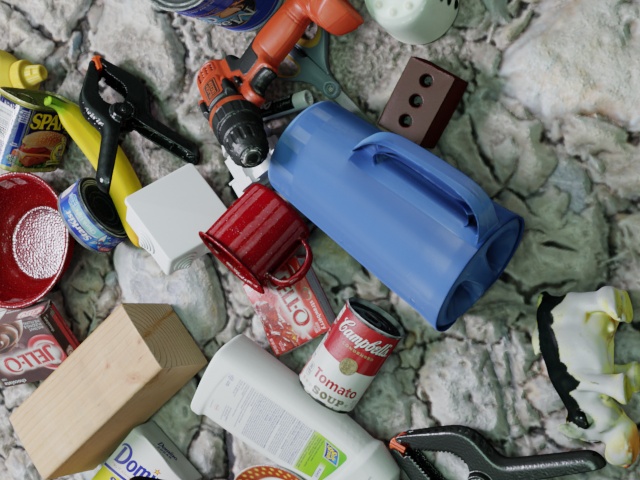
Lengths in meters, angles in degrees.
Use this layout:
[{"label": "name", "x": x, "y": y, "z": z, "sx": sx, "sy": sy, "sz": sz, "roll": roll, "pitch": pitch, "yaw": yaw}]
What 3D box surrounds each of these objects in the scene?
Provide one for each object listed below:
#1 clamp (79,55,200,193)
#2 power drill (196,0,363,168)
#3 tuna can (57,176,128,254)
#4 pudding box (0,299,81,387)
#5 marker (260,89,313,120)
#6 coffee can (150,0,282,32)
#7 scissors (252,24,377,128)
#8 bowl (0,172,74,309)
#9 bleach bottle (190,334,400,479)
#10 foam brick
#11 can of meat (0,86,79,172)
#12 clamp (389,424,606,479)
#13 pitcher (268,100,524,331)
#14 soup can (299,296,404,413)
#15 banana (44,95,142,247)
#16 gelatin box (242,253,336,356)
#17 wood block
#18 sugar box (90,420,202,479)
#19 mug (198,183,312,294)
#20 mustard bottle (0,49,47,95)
[{"label": "clamp", "x": -0.226, "y": -0.129, "z": 1.188, "sx": 0.171, "sy": 0.120, "sz": 0.039, "roll": 51, "pitch": 145, "yaw": 18}, {"label": "power drill", "x": -0.044, "y": -0.176, "z": 1.066, "sx": 0.188, "sy": 0.057, "sz": 0.184, "roll": -45, "pitch": 38, "yaw": 14}, {"label": "tuna can", "x": -0.254, "y": -0.029, "z": 1.207, "sx": 0.034, "sy": 0.086, "sz": 0.086, "roll": -35, "pitch": 78, "yaw": 19}, {"label": "pudding box", "x": -0.345, "y": 0.122, "z": 1.257, "sx": 0.114, "sy": 0.039, "sz": 0.090, "roll": -12, "pitch": 120, "yaw": 26}, {"label": "marker", "x": -0.062, "y": -0.137, "z": 1.147, "sx": 0.121, "sy": 0.020, "sz": 0.020, "roll": -13, "pitch": 87, "yaw": 31}, {"label": "coffee can", "x": -0.111, "y": -0.277, "z": 1.105, "sx": 0.103, "sy": 0.140, "sz": 0.103, "roll": 1, "pitch": 92, "yaw": 24}, {"label": "scissors", "x": 0.016, "y": -0.179, "z": 1.120, "sx": 0.202, "sy": 0.016, "sz": 0.096, "roll": 32, "pitch": 104, "yaw": 20}, {"label": "bowl", "x": -0.347, "y": 0.001, "z": 1.261, "sx": 0.162, "sy": 0.055, "sz": 0.162, "roll": -2, "pitch": 85, "yaw": 25}, {"label": "bleach bottle", "x": -0.014, "y": 0.209, "z": 1.120, "sx": 0.251, "sy": 0.068, "sz": 0.103, "roll": 36, "pitch": 125, "yaw": 14}, {"label": "foam brick", "x": 0.102, "y": -0.137, "z": 1.064, "sx": 0.053, "sy": 0.051, "sz": 0.078, "roll": 31, "pitch": 103, "yaw": 19}, {"label": "can of meat", "x": -0.335, "y": -0.126, "z": 1.232, "sx": 0.057, "sy": 0.102, "sz": 0.084, "roll": 29, "pitch": 105, "yaw": 21}, {"label": "clamp", "x": 0.169, "y": 0.235, "z": 1.053, "sx": 0.210, "sy": 0.036, "sz": 0.165, "roll": 31, "pitch": 108, "yaw": 22}, {"label": "pitcher", "x": 0.068, "y": -0.038, "z": 1.037, "sx": 0.243, "sy": 0.144, "sz": 0.149, "roll": 38, "pitch": 109, "yaw": 21}, {"label": "soup can", "x": 0.031, "y": 0.118, "z": 1.096, "sx": 0.068, "sy": 0.068, "sz": 0.102, "roll": 38, "pitch": 106, "yaw": 18}, {"label": "banana", "x": -0.243, "y": -0.080, "z": 1.210, "sx": 0.037, "sy": 0.069, "sz": 0.198, "roll": -35, "pitch": 90, "yaw": 31}, {"label": "gelatin box", "x": -0.032, "y": 0.069, "z": 1.142, "sx": 0.073, "sy": 0.030, "sz": 0.089, "roll": -29, "pitch": 80, "yaw": 22}, {"label": "wood block", "x": -0.240, "y": 0.169, "z": 1.201, "sx": 0.206, "sy": 0.090, "sz": 0.090, "roll": -44, "pitch": 68, "yaw": 19}, {"label": "sugar box", "x": -0.224, "y": 0.302, "z": 1.227, "sx": 0.093, "sy": 0.048, "sz": 0.176, "roll": 44, "pitch": 109, "yaw": 16}, {"label": "mug", "x": -0.057, "y": 0.001, "z": 1.101, "sx": 0.117, "sy": 0.093, "sz": 0.081, "roll": 37, "pitch": 77, "yaw": 29}, {"label": "mustard bottle", "x": -0.410, "y": -0.181, "z": 1.286, "sx": 0.192, "sy": 0.058, "sz": 0.096, "roll": -11, "pitch": 83, "yaw": 23}]
